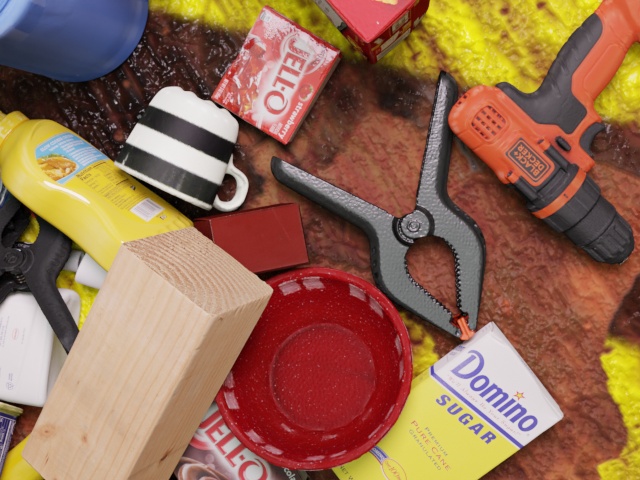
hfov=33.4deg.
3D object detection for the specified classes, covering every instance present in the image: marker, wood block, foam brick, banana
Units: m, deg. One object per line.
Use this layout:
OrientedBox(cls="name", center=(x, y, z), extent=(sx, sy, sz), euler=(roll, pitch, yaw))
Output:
OrientedBox(cls="marker", center=(-0.263, 0.008, 0.913), extent=(0.121, 0.020, 0.020), euler=(10, 96, 6))
OrientedBox(cls="wood block", center=(-0.133, 0.102, 0.813), extent=(0.090, 0.090, 0.206), euler=(37, 113, 18))
OrientedBox(cls="foam brick", center=(-0.056, 0.001, 0.859), extent=(0.078, 0.053, 0.051), euler=(-11, 95, -18))
OrientedBox(cls="banana", center=(-0.286, 0.198, 0.924), extent=(0.198, 0.037, 0.069), euler=(-19, 93, 8))

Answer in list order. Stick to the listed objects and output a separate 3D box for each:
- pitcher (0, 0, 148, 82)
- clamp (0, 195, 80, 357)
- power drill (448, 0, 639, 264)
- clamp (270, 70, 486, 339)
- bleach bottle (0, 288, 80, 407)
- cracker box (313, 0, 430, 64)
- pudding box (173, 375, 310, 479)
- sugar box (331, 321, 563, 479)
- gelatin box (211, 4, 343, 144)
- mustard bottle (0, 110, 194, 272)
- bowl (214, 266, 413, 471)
OrientedBox(cls="pitcher", center=(-0.208, -0.189, 0.776), extent=(0.145, 0.242, 0.149), euler=(31, 99, 1))
OrientedBox(cls="clamp", center=(-0.233, 0.029, 0.853), extent=(0.120, 0.039, 0.171), euler=(7, 57, 4))
OrientedBox(cls="power drill", center=(0.221, -0.097, 0.825), extent=(0.184, 0.057, 0.188), euler=(41, 96, -10))
OrientedBox(cls="clamp", center=(0.063, -0.013, 0.864), extent=(0.164, 0.036, 0.210), euler=(-20, 92, 5))
OrientedBox(cls="bleach bottle", center=(-0.337, 0.070, 0.907), extent=(0.251, 0.068, 0.102), euler=(10, 93, 8))
OrientedBox(cls="cracker box", center=(-0.009, -0.236, 0.789), extent=(0.072, 0.164, 0.213), euler=(-42, 90, 6))
OrientedBox(cls="pudding box", center=(-0.075, 0.180, 0.897), extent=(0.090, 0.039, 0.113), euler=(-34, 91, 8))
OrientedBox(cls="sugar box", center=(0.099, 0.156, 0.872), extent=(0.176, 0.048, 0.093), euler=(-39, 90, 9))
OrientedBox(cls="gelatin box", center=(-0.035, -0.134, 0.869), extent=(0.073, 0.030, 0.089), euler=(32, 98, 3))
OrientedBox(cls="mustard bottle", center=(-0.198, -0.044, 0.862), extent=(0.191, 0.096, 0.058), euler=(38, 118, 2))
OrientedBox(cls="bowl", center=(-0.003, 0.105, 0.860), extent=(0.162, 0.055, 0.162), euler=(-3, 74, 10))
